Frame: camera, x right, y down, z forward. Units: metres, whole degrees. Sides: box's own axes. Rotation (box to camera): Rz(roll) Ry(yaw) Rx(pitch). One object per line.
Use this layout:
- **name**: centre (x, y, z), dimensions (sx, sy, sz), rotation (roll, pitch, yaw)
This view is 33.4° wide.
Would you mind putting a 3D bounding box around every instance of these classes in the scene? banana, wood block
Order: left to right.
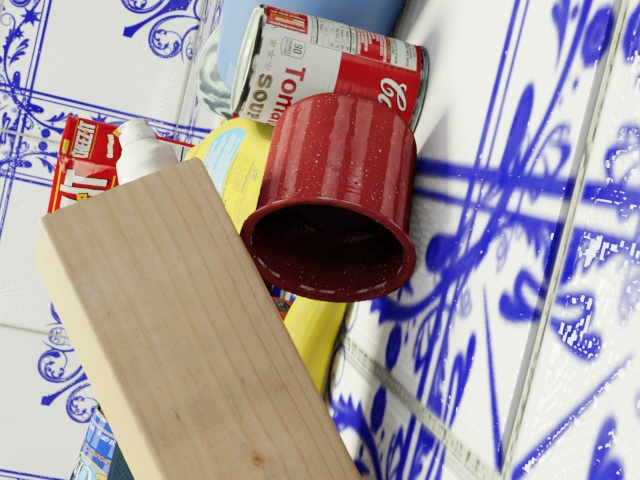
- **wood block**: centre (-0.063, 0.075, 0.550), dimensions (0.206, 0.090, 0.091), rotation (62, 158, 9)
- **banana**: centre (-0.015, 0.108, 0.662), dimensions (0.070, 0.037, 0.198), rotation (159, 123, -75)

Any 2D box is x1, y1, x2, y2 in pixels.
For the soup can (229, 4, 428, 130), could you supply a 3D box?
- **soup can**: centre (0.004, -0.094, 0.629), dimensions (0.068, 0.102, 0.068), rotation (-168, 90, -78)

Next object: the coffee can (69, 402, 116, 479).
- **coffee can**: centre (-0.193, 0.240, 1.038), dimensions (0.103, 0.102, 0.140), rotation (-142, 72, -77)

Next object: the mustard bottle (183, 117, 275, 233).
- **mustard bottle**: centre (-0.048, -0.036, 0.751), dimensions (0.192, 0.058, 0.096), rotation (26, 104, 54)

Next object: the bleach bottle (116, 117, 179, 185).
- **bleach bottle**: centre (-0.119, 0.011, 0.902), dimensions (0.103, 0.068, 0.251), rotation (-42, 65, 60)

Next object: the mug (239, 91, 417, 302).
- **mug**: centre (0.012, -0.018, 0.583), dimensions (0.117, 0.093, 0.081), rotation (66, -153, -50)

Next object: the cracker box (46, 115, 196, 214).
- **cracker box**: centre (-0.184, -0.031, 1.153), dimensions (0.164, 0.213, 0.072), rotation (115, 163, -44)
